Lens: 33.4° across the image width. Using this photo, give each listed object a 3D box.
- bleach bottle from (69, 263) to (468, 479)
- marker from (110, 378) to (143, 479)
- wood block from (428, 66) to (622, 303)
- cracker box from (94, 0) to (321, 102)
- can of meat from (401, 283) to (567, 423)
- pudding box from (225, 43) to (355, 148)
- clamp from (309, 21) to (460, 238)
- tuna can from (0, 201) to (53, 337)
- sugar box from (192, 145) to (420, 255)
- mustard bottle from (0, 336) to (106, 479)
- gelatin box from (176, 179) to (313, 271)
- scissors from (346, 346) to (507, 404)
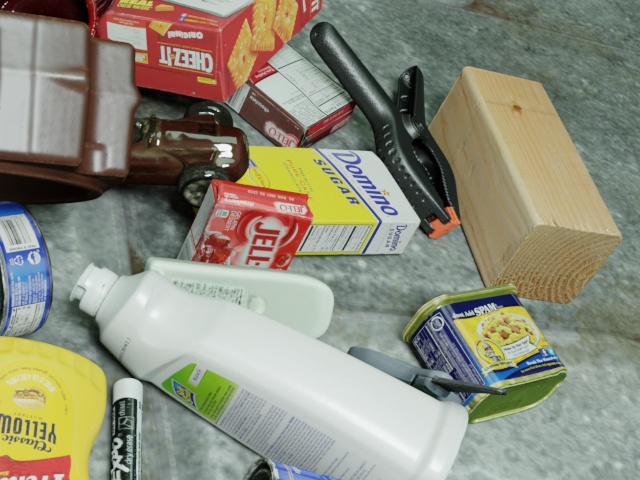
[{"bbox_3d":[-0.040,0.084,0.668,0.251,0.103,0.068,31,47,0],"label":"bleach bottle"},{"bbox_3d":[-0.115,0.135,0.634,0.020,0.020,0.121,12,42,-20],"label":"marker"},{"bbox_3d":[0.177,-0.053,0.963,0.090,0.090,0.206,8,44,-23],"label":"wood block"},{"bbox_3d":[-0.110,-0.202,0.924,0.164,0.072,0.213,12,35,18],"label":"cracker box"},{"bbox_3d":[0.126,0.086,0.808,0.101,0.058,0.084,-7,53,-37],"label":"can of meat"},{"bbox_3d":[-0.035,-0.134,0.961,0.113,0.039,0.089,41,40,12],"label":"pudding box"},{"bbox_3d":[0.079,-0.098,0.971,0.164,0.036,0.210,2,59,-55],"label":"clamp"},{"bbox_3d":[-0.199,0.019,0.656,0.033,0.086,0.086,-11,54,-41],"label":"tuna can"},{"bbox_3d":[-0.015,-0.033,0.856,0.175,0.048,0.093,-3,46,-32],"label":"sugar box"},{"bbox_3d":[-0.166,0.142,0.565,0.096,0.058,0.191,17,41,-23],"label":"mustard bottle"},{"bbox_3d":[-0.055,0.001,0.761,0.073,0.089,0.030,9,43,-24],"label":"gelatin box"},{"bbox_3d":[0.086,0.101,0.698,0.096,0.202,0.016,34,77,-27],"label":"scissors"}]
